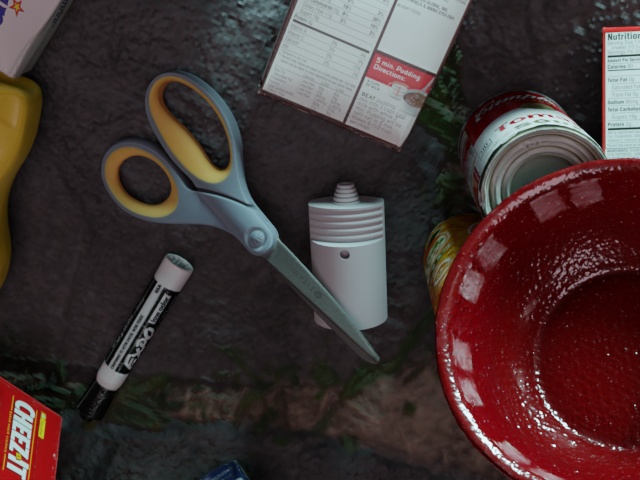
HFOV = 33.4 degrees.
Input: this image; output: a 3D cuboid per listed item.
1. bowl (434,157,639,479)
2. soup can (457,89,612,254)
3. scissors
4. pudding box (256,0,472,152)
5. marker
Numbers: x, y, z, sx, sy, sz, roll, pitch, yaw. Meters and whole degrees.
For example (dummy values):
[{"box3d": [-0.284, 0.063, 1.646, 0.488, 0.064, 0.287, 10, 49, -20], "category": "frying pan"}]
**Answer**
[{"box3d": [0.136, 0.046, 0.486, 0.162, 0.055, 0.162, -9, 66, 20], "category": "bowl"}, {"box3d": [0.111, -0.039, 0.568, 0.068, 0.102, 0.068, 1, 107, 2], "category": "soup can"}, {"box3d": [-0.054, 0.001, 0.608, 0.096, 0.016, 0.202, -28, 91, 18], "category": "scissors"}, {"box3d": [0.026, -0.116, 0.580, 0.090, 0.039, 0.113, 22, 105, -5], "category": "pudding box"}, {"box3d": [-0.115, 0.062, 0.649, 0.020, 0.020, 0.121, 30, 106, -8], "category": "marker"}]
